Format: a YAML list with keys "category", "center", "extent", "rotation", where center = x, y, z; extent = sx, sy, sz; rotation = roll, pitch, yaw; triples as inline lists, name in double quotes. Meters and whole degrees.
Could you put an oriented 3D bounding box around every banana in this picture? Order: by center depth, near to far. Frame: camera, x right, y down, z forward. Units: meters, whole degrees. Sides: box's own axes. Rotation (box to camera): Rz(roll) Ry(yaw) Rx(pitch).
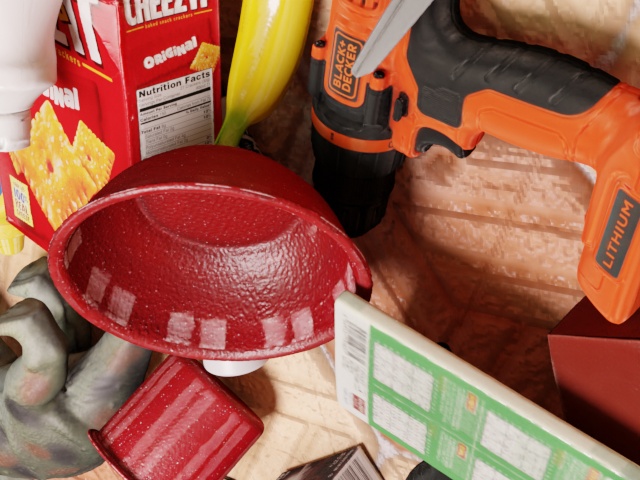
- category: "banana"
  center: [-0.020, -0.136, 0.515]
  extent: [0.037, 0.069, 0.198]
  rotation: [11, 121, 2]

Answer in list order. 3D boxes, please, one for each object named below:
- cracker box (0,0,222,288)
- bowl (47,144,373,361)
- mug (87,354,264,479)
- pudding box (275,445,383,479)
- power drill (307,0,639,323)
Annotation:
- category: "cracker box"
  center: [-0.132, -0.080, 0.624]
  extent: [0.164, 0.072, 0.214]
  rotation: [31, 133, 38]
- category: "bowl"
  center: [-0.054, 0.001, 0.546]
  extent: [0.162, 0.055, 0.162]
  rotation: [2, 145, 1]
- category: "mug"
  center: [-0.094, 0.126, 0.715]
  extent: [0.093, 0.081, 0.117]
  rotation: [43, 173, -11]
- category: "pudding box"
  center: [-0.021, 0.186, 0.674]
  extent: [0.090, 0.113, 0.039]
  rotation: [-30, 97, 47]
- category: "power drill"
  center: [0.075, -0.040, 0.493]
  extent: [0.188, 0.057, 0.184]
  rotation: [30, 139, 23]
